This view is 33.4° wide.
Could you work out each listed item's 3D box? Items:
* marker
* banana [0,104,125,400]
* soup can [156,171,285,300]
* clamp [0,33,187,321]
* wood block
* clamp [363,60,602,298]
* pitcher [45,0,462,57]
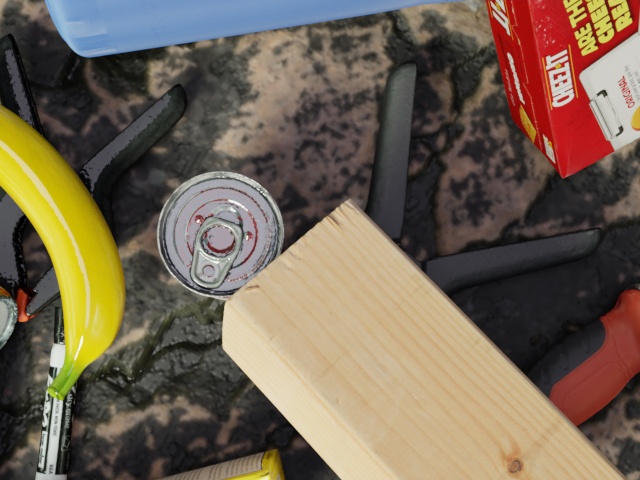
[{"bbox_3d":[-0.158,0.096,0.649,0.020,0.020,0.121,5,85,0],"label":"marker"},{"bbox_3d":[-0.160,-0.012,0.605,0.069,0.037,0.198,-25,87,-31],"label":"banana"},{"bbox_3d":[-0.054,0.001,0.616,0.068,0.102,0.068,0,85,-1],"label":"soup can"},{"bbox_3d":[-0.167,-0.039,0.650,0.120,0.039,0.171,24,86,3],"label":"clamp"},{"bbox_3d":[0.049,0.091,0.559,0.090,0.090,0.206,-40,77,-19],"label":"wood block"},{"bbox_3d":[0.057,0.018,0.649,0.164,0.036,0.210,35,88,3],"label":"clamp"},{"bbox_3d":[-0.040,-0.191,0.629,0.243,0.149,0.145,-11,103,1],"label":"pitcher"}]
